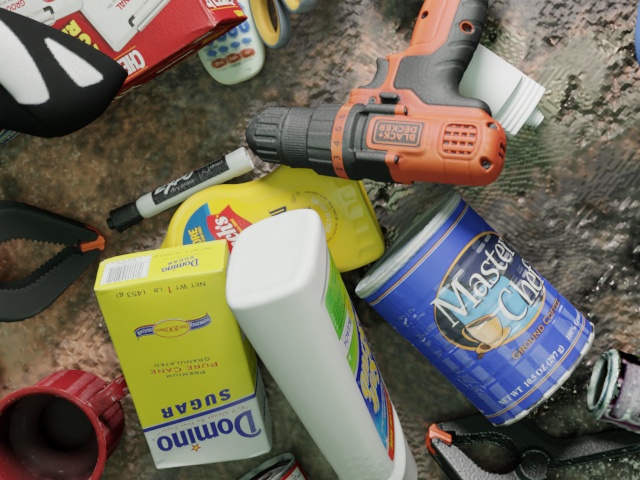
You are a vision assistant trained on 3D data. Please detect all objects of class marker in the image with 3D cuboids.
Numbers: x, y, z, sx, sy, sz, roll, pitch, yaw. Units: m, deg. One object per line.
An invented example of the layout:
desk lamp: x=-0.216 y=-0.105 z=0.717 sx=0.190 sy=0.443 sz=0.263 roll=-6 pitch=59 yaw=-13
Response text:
marker: x=-0.108 y=-0.037 z=0.812 sx=0.121 sy=0.020 sz=0.020 roll=-25 pitch=94 yaw=7

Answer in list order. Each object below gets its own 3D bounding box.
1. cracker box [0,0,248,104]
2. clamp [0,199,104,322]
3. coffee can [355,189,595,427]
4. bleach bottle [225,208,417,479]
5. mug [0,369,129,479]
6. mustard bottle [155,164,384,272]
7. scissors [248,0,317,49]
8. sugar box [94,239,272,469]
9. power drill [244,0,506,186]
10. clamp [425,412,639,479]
cracker box: x=-0.173 y=-0.210 z=0.754 sx=0.164 sy=0.072 sz=0.213 roll=-26 pitch=95 yaw=25
clamp: x=-0.266 y=0.016 z=0.780 sx=0.209 sy=0.036 sz=0.164 roll=-22 pitch=115 yaw=-16
coffee can: x=0.110 y=0.048 z=0.764 sx=0.140 sy=0.103 sz=0.103 roll=44 pitch=98 yaw=-2
bleach bottle: x=0.015 y=0.105 z=0.768 sx=0.068 sy=0.102 sz=0.250 roll=-17 pitch=122 yaw=15
mug: x=-0.188 y=0.138 z=0.809 sx=0.117 sy=0.081 sz=0.093 roll=-40 pitch=92 yaw=8
mustard bottle: x=-0.055 y=0.001 z=0.794 sx=0.192 sy=0.058 sz=0.096 roll=-22 pitch=97 yaw=7
scissors: x=-0.054 y=-0.219 z=0.765 sx=0.016 sy=0.096 sz=0.202 roll=-14 pitch=54 yaw=-25
sugar box: x=-0.095 y=0.088 z=0.778 sx=0.093 sy=0.048 sz=0.176 roll=-9 pitch=121 yaw=5
power drill: x=0.048 y=-0.130 z=0.738 sx=0.185 sy=0.057 sz=0.187 roll=8 pitch=79 yaw=21
clamp: x=0.160 y=0.182 z=0.788 sx=0.171 sy=0.039 sz=0.120 roll=9 pitch=54 yaw=7
